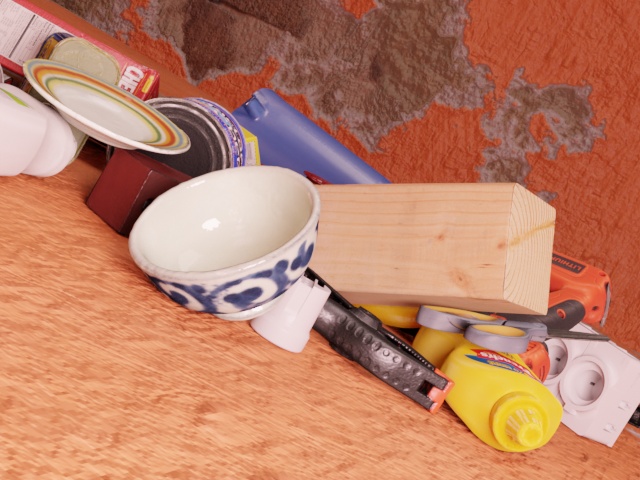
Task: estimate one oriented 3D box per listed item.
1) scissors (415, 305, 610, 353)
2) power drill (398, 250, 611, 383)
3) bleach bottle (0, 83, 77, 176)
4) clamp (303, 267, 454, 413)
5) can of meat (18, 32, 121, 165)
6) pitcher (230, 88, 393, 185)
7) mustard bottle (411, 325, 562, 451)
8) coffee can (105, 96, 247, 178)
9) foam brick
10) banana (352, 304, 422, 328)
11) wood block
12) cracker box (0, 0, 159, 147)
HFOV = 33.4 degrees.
[{"bbox_3d":[0.172,0.077,0.843,0.201,0.016,0.096,10,8,-21],"label":"scissors"},{"bbox_3d":[0.176,0.066,1.031,0.187,0.057,0.185,-26,40,-38],"label":"power drill"},{"bbox_3d":[-0.225,-0.078,0.686,0.103,0.068,0.250,35,5,16],"label":"bleach bottle"},{"bbox_3d":[0.024,0.065,0.796,0.171,0.039,0.120,37,12,8],"label":"clamp"},{"bbox_3d":[-0.213,-0.118,0.869,0.057,0.102,0.084,29,4,-26],"label":"can of meat"},{"bbox_3d":[-0.014,-0.076,1.383,0.243,0.145,0.149,37,20,21],"label":"pitcher"},{"bbox_3d":[0.132,0.114,0.812,0.096,0.058,0.191,27,7,-10],"label":"mustard bottle"},{"bbox_3d":[-0.120,-0.072,0.918,0.103,0.103,0.140,30,7,-3],"label":"coffee can"},{"bbox_3d":[-0.122,-0.028,0.794,0.078,0.053,0.051,23,10,-46],"label":"foam brick"},{"bbox_3d":[0.048,0.039,1.011,0.198,0.069,0.037,-122,-169,-64],"label":"banana"},{"bbox_3d":[0.075,0.006,0.871,0.206,0.090,0.090,1,-12,33],"label":"wood block"},{"bbox_3d":[-0.261,-0.169,1.022,0.213,0.072,0.164,28,-8,-6],"label":"cracker box"}]
